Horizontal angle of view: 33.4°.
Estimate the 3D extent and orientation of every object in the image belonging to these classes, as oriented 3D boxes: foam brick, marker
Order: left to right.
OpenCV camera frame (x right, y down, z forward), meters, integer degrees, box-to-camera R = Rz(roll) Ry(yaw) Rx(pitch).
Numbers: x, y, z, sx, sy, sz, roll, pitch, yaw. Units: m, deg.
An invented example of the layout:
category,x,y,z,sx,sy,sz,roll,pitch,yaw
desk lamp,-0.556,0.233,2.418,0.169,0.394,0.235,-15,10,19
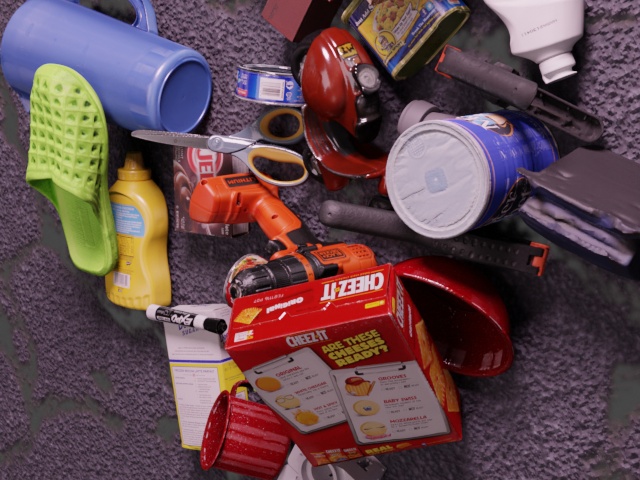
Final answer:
category,x,y,z,sx,sy,sz,roll,pitch,yaw
marker,-0.157,0.093,1.260,0.121,0.020,0.020,8,105,37
foam brick,-0.015,-0.251,1.104,0.053,0.051,0.078,44,123,24

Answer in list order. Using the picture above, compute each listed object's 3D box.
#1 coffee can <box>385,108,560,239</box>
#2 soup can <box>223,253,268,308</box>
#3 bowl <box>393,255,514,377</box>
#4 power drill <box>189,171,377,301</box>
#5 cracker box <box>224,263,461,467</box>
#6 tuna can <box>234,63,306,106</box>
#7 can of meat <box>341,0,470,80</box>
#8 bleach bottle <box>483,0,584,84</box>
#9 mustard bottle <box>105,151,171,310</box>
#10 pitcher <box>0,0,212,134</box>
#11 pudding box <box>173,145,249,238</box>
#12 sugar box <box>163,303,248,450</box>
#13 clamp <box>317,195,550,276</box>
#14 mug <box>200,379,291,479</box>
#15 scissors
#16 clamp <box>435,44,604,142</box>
category,x,y,z,sx,sy,sz,roll,pitch,yaw
coffee can,0.140,-0.063,0.965,0.103,0.140,0.103,10,106,37
soup can,-0.048,0.064,1.190,0.102,0.068,0.068,25,114,32
bowl,0.122,0.064,1.035,0.162,0.055,0.162,25,151,14
power drill,-0.057,0.001,1.122,0.188,0.184,0.057,43,125,34
cracker box,0.029,0.126,1.035,0.164,0.072,0.213,-14,133,18
tuna can,-0.047,-0.165,1.127,0.086,0.085,0.034,16,108,35
can of meat,0.083,-0.218,1.031,0.084,0.057,0.102,53,126,14
bleach bottle,0.166,-0.259,0.954,0.103,0.067,0.251,-20,90,41
mustard bottle,-0.228,-0.015,1.321,0.096,0.058,0.192,12,108,42
pitcher,-0.245,-0.210,1.255,0.243,0.144,0.149,22,138,29
pudding box,-0.127,-0.063,1.243,0.090,0.039,0.113,8,105,37
sugar box,-0.136,0.166,1.298,0.094,0.048,0.176,-3,94,38
clamp,0.114,-0.009,1.028,0.210,0.164,0.036,14,100,11
mug,-0.082,0.216,1.225,0.093,0.081,0.117,128,154,-50
scissors,-0.098,-0.121,1.165,0.202,0.016,0.096,23,91,5
clamp,0.174,-0.135,0.964,0.039,0.120,0.172,-58,36,9
